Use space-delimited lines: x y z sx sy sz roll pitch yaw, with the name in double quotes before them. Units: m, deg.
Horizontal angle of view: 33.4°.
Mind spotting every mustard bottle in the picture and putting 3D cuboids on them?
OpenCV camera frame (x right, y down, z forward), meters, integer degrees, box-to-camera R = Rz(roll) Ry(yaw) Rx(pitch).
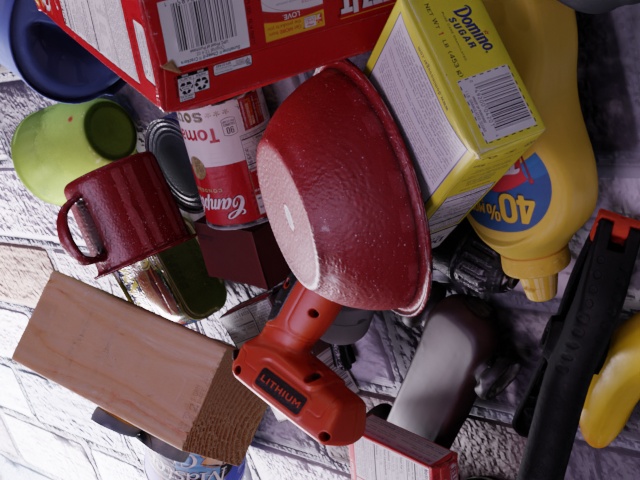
"mustard bottle" 0.112 -0.054 0.612 0.096 0.058 0.191 14 125 52

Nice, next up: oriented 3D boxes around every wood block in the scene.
"wood block" -0.150 0.106 0.911 0.206 0.090 0.090 19 172 33

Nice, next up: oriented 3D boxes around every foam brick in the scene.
"foam brick" -0.056 0.001 0.867 0.078 0.051 0.053 11 123 46

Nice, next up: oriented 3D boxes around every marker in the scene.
"marker" 0.005 0.051 0.858 0.020 0.020 0.121 7 121 48

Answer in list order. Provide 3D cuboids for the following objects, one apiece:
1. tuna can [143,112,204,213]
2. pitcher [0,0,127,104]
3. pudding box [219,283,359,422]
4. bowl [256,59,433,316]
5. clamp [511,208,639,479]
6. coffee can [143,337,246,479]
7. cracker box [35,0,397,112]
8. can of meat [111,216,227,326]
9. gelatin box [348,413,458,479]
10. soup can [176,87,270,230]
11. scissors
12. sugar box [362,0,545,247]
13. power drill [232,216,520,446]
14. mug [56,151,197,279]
"tuna can" -0.108 -0.068 0.893 0.086 0.033 0.086 30 136 34
"pitcher" -0.259 -0.222 0.881 0.243 0.144 0.149 31 117 37
"pudding box" -0.029 0.097 0.918 0.090 0.039 0.113 -25 94 55
"bowl" 0.005 -0.023 0.622 0.162 0.055 0.162 161 90 -75
"clamp" 0.146 0.070 0.618 0.039 0.120 0.171 14 112 1
"coffee can" -0.118 0.177 1.028 0.103 0.102 0.140 38 140 26
"cracker box" -0.064 -0.156 0.623 0.214 0.164 0.072 39 144 50
"can of meat" -0.141 0.033 0.990 0.084 0.057 0.102 -22 99 52
"gelatin box" 0.061 0.176 0.776 0.089 0.030 0.073 16 119 45
"soup can" -0.067 -0.068 0.816 0.069 0.068 0.102 12 123 46
"scissors" -0.182 0.159 0.950 0.096 0.016 0.202 32 167 -32
"sugar box" 0.057 -0.059 0.591 0.176 0.048 0.093 118 131 -71
"power drill" 0.030 0.042 0.727 0.185 0.057 0.188 33 105 33
"mug" -0.168 -0.019 0.875 0.093 0.117 0.081 -20 95 44
